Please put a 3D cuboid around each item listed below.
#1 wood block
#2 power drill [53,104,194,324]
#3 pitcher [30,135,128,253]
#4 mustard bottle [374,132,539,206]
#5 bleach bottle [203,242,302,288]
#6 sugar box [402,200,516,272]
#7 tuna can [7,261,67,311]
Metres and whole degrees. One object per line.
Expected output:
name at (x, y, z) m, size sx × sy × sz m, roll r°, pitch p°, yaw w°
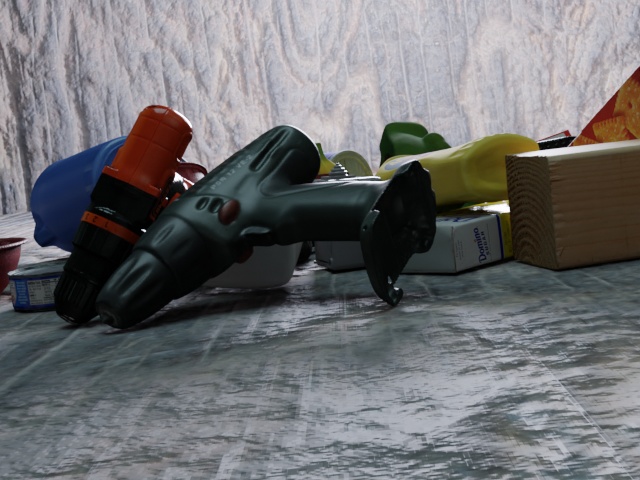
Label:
wood block at (0.267, -0.037, 0.877) m, size 0.206 × 0.091 × 0.090 m, roll -7°, pitch 6°, yaw -11°
power drill at (-0.154, -0.008, 0.897) m, size 0.057 × 0.184 × 0.187 m, roll 26°, pitch -9°, yaw 3°
pitcher at (-0.268, -0.067, 1.362) m, size 0.144 × 0.149 × 0.243 m, roll 7°, pitch -10°, yaw -29°
mustard bottle at (0.107, -0.056, 0.984) m, size 0.096 × 0.058 × 0.192 m, roll -16°, pitch 4°, yaw -32°
bleach bottle at (-0.063, -0.027, 1.010) m, size 0.102 × 0.068 × 0.250 m, roll 4°, pitch 18°, yaw 1°
sugar box at (0.139, -0.007, 0.946) m, size 0.175 × 0.048 × 0.094 m, roll -10°, pitch 5°, yaw -43°
tuna can at (-0.235, 0.040, 0.958) m, size 0.086 × 0.034 × 0.086 m, roll -6°, pitch 6°, yaw 0°
